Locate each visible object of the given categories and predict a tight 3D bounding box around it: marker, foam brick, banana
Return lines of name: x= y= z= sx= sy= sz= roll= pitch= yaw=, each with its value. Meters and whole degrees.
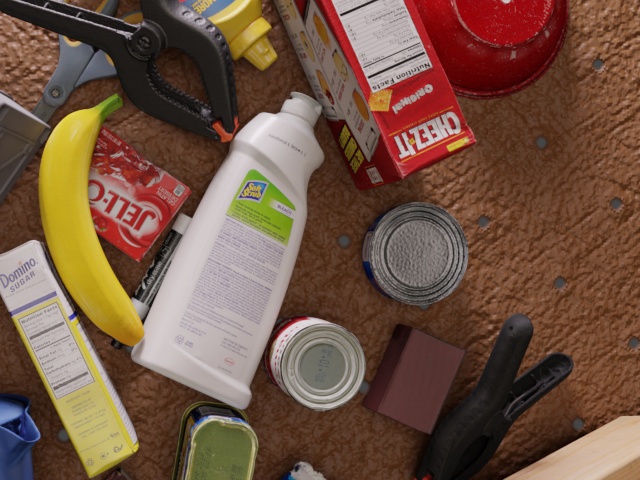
marker: x=-0.136 y=0.034 z=0.866 sx=0.020 sy=0.020 sz=0.121 roll=30 pitch=84 yaw=-9
foam brick: x=0.078 y=0.115 z=0.887 sx=0.051 sy=0.053 sz=0.078 roll=25 pitch=85 yaw=-9
banana: x=-0.178 y=-0.015 z=0.814 sx=0.069 sy=0.037 sz=0.198 roll=-6 pitch=85 yaw=-1

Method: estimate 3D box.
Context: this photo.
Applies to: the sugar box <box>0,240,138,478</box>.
sugar box: x=-0.196 y=0.087 z=0.817 sx=0.048 sy=0.093 sz=0.176 roll=-28 pitch=93 yaw=-10

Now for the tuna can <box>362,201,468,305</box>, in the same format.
tuna can: x=0.079 y=0.011 z=0.898 sx=0.086 sy=0.034 sz=0.086 roll=0 pitch=89 yaw=-11

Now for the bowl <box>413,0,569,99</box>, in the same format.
bowl: x=0.145 y=-0.203 z=0.903 sx=0.162 sy=0.055 sz=0.162 roll=0 pitch=90 yaw=-11

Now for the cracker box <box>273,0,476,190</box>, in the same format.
cracker box: x=0.030 y=-0.152 z=0.826 sx=0.072 sy=0.164 sz=0.214 roll=-25 pitch=94 yaw=-8

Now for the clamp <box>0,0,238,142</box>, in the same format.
clamp: x=-0.128 y=-0.167 z=0.817 sx=0.165 sy=0.036 sz=0.210 roll=-39 pitch=107 yaw=26

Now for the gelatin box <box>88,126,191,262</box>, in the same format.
gelatin box: x=-0.160 y=-0.036 z=0.857 sx=0.089 sy=0.030 sz=0.073 roll=37 pitch=84 yaw=-7

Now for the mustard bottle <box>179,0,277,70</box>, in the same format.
mustard bottle: x=-0.102 y=-0.215 z=0.856 sx=0.096 sy=0.058 sz=0.191 roll=-42 pitch=97 yaw=-14

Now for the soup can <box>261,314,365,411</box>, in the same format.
soup can: x=-0.007 y=0.095 z=0.846 sx=0.068 sy=0.102 sz=0.068 roll=0 pitch=89 yaw=-11

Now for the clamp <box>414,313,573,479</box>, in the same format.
clamp: x=0.137 y=0.137 z=0.880 sx=0.171 sy=0.039 sz=0.120 roll=-48 pitch=135 yaw=-8

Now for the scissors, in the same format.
scissors: x=-0.192 y=-0.118 z=0.860 sx=0.096 sy=0.016 sz=0.202 roll=18 pitch=86 yaw=-10

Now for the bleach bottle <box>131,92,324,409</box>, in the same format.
bleach bottle: x=-0.056 y=0.001 z=0.859 sx=0.102 sy=0.068 sz=0.251 roll=29 pitch=79 yaw=-24

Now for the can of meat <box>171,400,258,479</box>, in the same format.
can of meat: x=-0.085 y=0.183 z=0.840 sx=0.057 sy=0.084 sz=0.102 roll=10 pitch=87 yaw=-10
